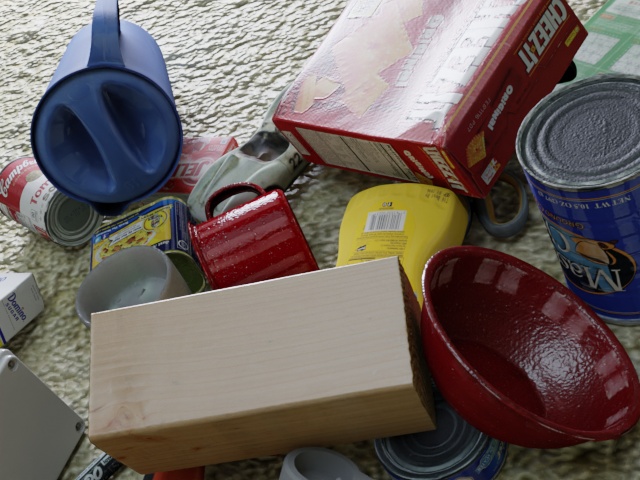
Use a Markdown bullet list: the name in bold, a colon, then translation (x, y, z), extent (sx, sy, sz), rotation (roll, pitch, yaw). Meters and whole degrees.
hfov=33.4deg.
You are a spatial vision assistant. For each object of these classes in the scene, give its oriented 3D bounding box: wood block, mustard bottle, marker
- **wood block**: translation (-0.037, 0.085, 0.695), extent (0.206, 0.090, 0.091), rotation (-11, 61, 11)
- **mustard bottle**: translation (0.043, 0.050, 0.783), extent (0.096, 0.058, 0.191), rotation (-1, 56, 32)
- **marker**: translation (-0.181, 0.189, 0.822), extent (0.121, 0.020, 0.020), rotation (-43, 43, -13)

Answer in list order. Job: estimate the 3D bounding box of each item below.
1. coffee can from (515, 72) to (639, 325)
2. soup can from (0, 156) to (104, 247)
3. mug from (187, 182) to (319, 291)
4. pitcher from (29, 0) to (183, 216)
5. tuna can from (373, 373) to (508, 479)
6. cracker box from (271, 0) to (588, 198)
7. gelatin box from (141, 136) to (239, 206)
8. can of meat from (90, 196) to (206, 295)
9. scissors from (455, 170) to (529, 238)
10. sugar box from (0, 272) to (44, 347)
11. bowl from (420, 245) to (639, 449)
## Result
- **coffee can**: translation (0.198, -0.025, 0.710), extent (0.103, 0.140, 0.103), rotation (-17, 43, 16)
- **soup can**: translation (-0.269, -0.039, 1.058), extent (0.102, 0.068, 0.068), rotation (23, 64, 42)
- **mug**: translation (-0.056, 0.001, 0.872), extent (0.081, 0.093, 0.117), rotation (-25, 57, 0)
- **pitcher**: translation (-0.203, -0.147, 1.039), extent (0.149, 0.145, 0.243), rotation (-43, 24, 12)
- **tuna can**: translation (0.079, 0.131, 0.710), extent (0.086, 0.033, 0.086), rotation (-17, 43, 16)
- **cracker box**: translation (0.080, -0.132, 0.862), extent (0.214, 0.072, 0.164), rotation (16, 68, 50)
- **gelatin box**: translation (-0.127, -0.065, 1.026), extent (0.089, 0.030, 0.073), rotation (4, 53, 34)
- **can of meat**: translation (-0.155, 0.017, 0.945), extent (0.102, 0.057, 0.084), rotation (-23, 40, 9)
- **scissors**: translation (0.111, -0.058, 0.889), extent (0.096, 0.016, 0.202), rotation (-31, 37, 7)
- **sugar box**: translation (-0.336, 0.090, 0.950), extent (0.093, 0.048, 0.176), rotation (-2, 26, 30)
- **bowl**: translation (0.122, 0.078, 0.681), extent (0.055, 0.161, 0.162), rotation (-57, 30, 32)
